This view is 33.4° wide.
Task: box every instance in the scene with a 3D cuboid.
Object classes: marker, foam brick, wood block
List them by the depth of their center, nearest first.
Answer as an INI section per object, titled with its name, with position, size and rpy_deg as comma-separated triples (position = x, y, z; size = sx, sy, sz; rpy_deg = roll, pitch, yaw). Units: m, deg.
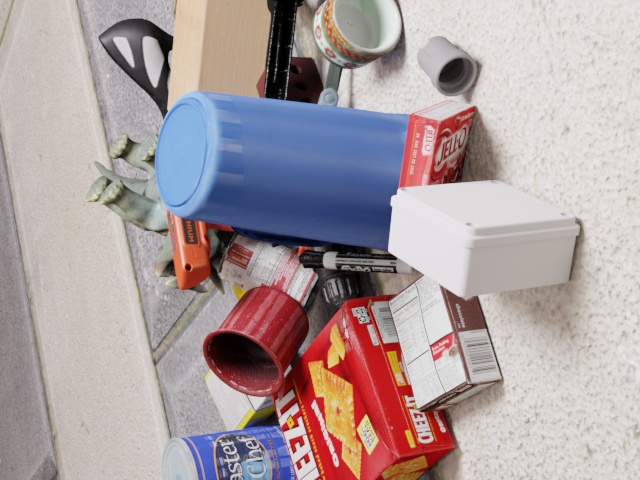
[marker]
position = 0.035, 0.021, 1.032
size = 0.121, 0.020, 0.020
rpy_deg = 2, 96, 26
[foam brick]
position = -0.030, -0.154, 1.164
size = 0.051, 0.052, 0.078
rpy_deg = -52, 49, 50
[wood block]
position = -0.120, -0.245, 1.277
size = 0.090, 0.090, 0.206
rpy_deg = 38, 125, 54

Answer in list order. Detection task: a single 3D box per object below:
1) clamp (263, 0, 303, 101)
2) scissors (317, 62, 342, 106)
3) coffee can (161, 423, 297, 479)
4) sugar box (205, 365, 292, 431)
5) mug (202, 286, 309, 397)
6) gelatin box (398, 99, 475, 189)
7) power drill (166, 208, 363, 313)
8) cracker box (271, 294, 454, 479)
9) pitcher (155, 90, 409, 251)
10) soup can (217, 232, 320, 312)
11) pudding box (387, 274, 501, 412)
[clamp]
position = -0.031, -0.266, 1.110
size = 0.165, 0.036, 0.210
rpy_deg = 115, 158, -50
[scissors]
position = 0.022, -0.129, 1.092
size = 0.202, 0.096, 0.016
rpy_deg = -62, 8, -3
[coffee can]
position = -0.102, 0.273, 1.247
size = 0.103, 0.140, 0.103
rpy_deg = 11, 102, 61
[sugar box]
position = -0.085, 0.166, 1.274
size = 0.093, 0.048, 0.176
rpy_deg = 63, 149, 17
[mug]
position = -0.061, 0.111, 1.116
size = 0.093, 0.081, 0.117
rpy_deg = 7, 130, 25
[gelatin box]
position = 0.099, -0.076, 0.904
size = 0.030, 0.089, 0.073
rpy_deg = 17, 112, 23
[power drill]
position = -0.057, 0.001, 1.095
size = 0.057, 0.187, 0.184
rpy_deg = 112, 148, -59
[cracker box]
position = 0.033, 0.177, 1.064
size = 0.214, 0.072, 0.164
rpy_deg = -55, 46, 49
[pitcher]
position = -0.025, -0.057, 0.963
size = 0.145, 0.242, 0.149
rpy_deg = 23, 105, 53
[soup can]
position = -0.051, 0.032, 1.152
size = 0.102, 0.068, 0.069
rpy_deg = 26, 127, 7
[pudding box]
position = 0.108, 0.087, 0.954
size = 0.090, 0.039, 0.113
rpy_deg = -45, 53, 54
